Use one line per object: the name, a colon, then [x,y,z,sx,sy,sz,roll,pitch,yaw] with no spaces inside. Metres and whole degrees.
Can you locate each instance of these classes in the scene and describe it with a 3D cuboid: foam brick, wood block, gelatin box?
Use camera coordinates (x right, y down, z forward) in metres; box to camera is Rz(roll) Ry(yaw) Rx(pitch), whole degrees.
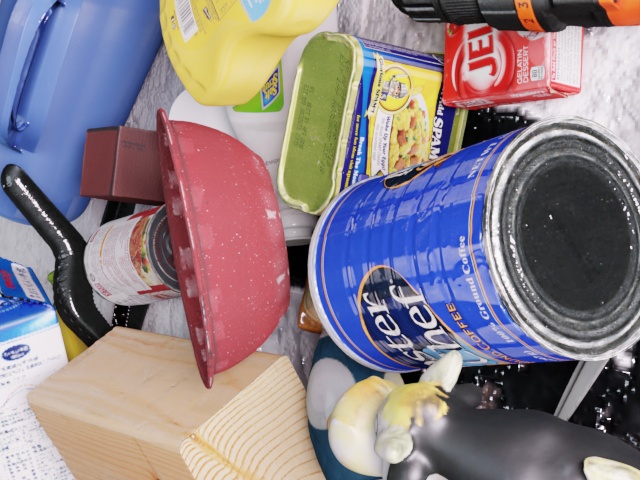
foam brick: [-0.130,-0.054,0.792,0.051,0.078,0.053,2,86,52]
wood block: [-0.095,0.124,0.693,0.207,0.090,0.091,2,124,52]
gelatin box: [0.098,-0.115,0.549,0.073,0.030,0.089,0,86,52]

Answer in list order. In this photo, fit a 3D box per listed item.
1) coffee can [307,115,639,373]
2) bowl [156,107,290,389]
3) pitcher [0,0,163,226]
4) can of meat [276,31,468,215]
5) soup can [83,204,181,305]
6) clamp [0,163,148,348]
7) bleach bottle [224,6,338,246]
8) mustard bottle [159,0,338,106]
coffee can: [0.072,0.008,0.496,0.141,0.102,0.103,-15,74,58]
bowl: [-0.054,0.001,0.612,0.162,0.055,0.162,170,90,-80]
pitcher: [-0.211,-0.128,0.853,0.145,0.149,0.243,56,131,38]
can of meat: [0.029,-0.060,0.587,0.058,0.083,0.102,19,101,51]
soup can: [-0.122,0.011,0.783,0.102,0.068,0.068,-12,77,51]
clamp: [-0.170,0.008,0.838,0.039,0.120,0.171,-12,98,55]
bleach bottle: [-0.032,-0.121,0.689,0.103,0.067,0.251,-15,77,50]
mustard bottle: [-0.027,-0.150,0.565,0.192,0.058,0.096,-34,65,57]
